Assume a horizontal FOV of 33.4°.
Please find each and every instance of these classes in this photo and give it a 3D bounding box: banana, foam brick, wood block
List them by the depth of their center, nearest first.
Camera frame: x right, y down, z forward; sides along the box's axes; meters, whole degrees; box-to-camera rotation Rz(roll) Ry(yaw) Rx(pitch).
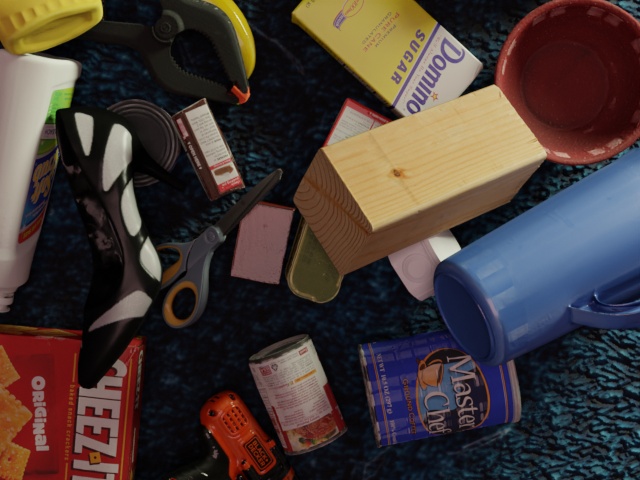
[{"bbox_3d":[0.092,-0.059,0.981,0.205,0.090,0.091,-22,70,-29],"label":"wood block"},{"bbox_3d":[-0.126,-0.227,1.046,0.069,0.037,0.198,-42,94,0],"label":"banana"},{"bbox_3d":[-0.057,0.001,1.057,0.051,0.053,0.078,11,94,-2],"label":"foam brick"}]

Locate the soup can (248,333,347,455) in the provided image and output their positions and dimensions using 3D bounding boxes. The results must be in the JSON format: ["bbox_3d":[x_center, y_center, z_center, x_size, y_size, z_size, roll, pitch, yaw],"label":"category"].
[{"bbox_3d":[-0.023,0.152,1.062,0.068,0.068,0.102,-22,94,0],"label":"soup can"}]

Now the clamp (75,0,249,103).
[{"bbox_3d":[-0.156,-0.199,1.019,0.164,0.036,0.210,-40,98,9],"label":"clamp"}]

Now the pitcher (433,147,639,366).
[{"bbox_3d":[0.236,0.024,0.983,0.242,0.149,0.145,-26,86,-17],"label":"pitcher"}]

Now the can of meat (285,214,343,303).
[{"bbox_3d":[0.002,0.008,1.043,0.057,0.084,0.102,17,94,-2],"label":"can of meat"}]

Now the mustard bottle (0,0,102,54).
[{"bbox_3d":[-0.281,-0.269,0.978,0.096,0.058,0.192,-26,76,-12],"label":"mustard bottle"}]

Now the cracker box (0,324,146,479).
[{"bbox_3d":[-0.288,0.169,1.056,0.213,0.072,0.164,5,95,-2],"label":"cracker box"}]

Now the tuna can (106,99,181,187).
[{"bbox_3d":[-0.181,-0.096,1.056,0.086,0.034,0.086,0,94,-1],"label":"tuna can"}]

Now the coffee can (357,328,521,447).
[{"bbox_3d":[0.115,0.139,1.045,0.140,0.103,0.103,-11,94,0],"label":"coffee can"}]

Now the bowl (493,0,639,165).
[{"bbox_3d":[0.246,-0.154,1.049,0.162,0.055,0.162,0,94,-1],"label":"bowl"}]

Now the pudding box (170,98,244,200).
[{"bbox_3d":[-0.106,-0.085,1.019,0.039,0.113,0.090,-25,95,-1],"label":"pudding box"}]

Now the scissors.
[{"bbox_3d":[-0.101,0.017,1.032,0.202,0.016,0.096,-27,80,26],"label":"scissors"}]

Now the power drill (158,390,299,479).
[{"bbox_3d":[-0.106,0.269,1.045,0.187,0.057,0.184,-38,101,-26],"label":"power drill"}]

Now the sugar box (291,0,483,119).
[{"bbox_3d":[0.065,-0.195,1.048,0.176,0.048,0.093,41,92,-3],"label":"sugar box"}]

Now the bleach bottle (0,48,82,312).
[{"bbox_3d":[-0.293,-0.056,1.035,0.068,0.102,0.251,13,100,3],"label":"bleach bottle"}]

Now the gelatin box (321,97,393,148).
[{"bbox_3d":[0.038,-0.086,1.064,0.073,0.030,0.089,27,94,-4],"label":"gelatin box"}]
